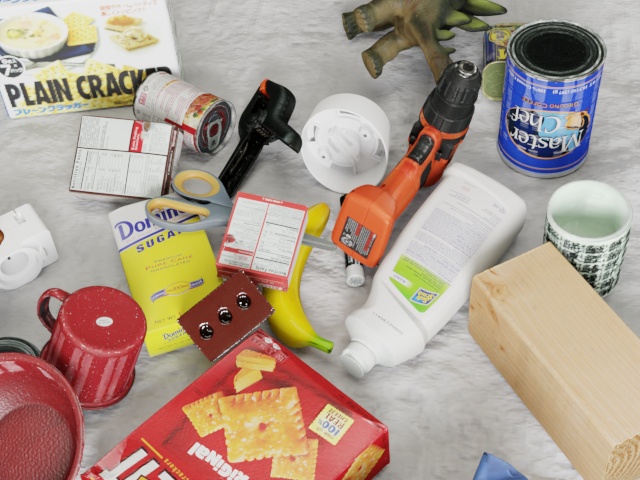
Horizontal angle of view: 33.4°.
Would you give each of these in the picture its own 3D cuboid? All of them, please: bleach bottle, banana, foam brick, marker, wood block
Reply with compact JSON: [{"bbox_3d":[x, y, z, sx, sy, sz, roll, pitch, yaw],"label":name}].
[{"bbox_3d":[0.098,0.034,1.052,0.103,0.068,0.250,32,60,22],"label":"bleach bottle"},{"bbox_3d":[-0.023,0.038,1.077,0.069,0.037,0.198,3,49,-5],"label":"banana"},{"bbox_3d":[-0.087,0.070,0.991,0.078,0.051,0.053,-40,90,-3],"label":"foam brick"},{"bbox_3d":[0.032,-0.004,1.118,0.020,0.020,0.121,-4,49,0],"label":"marker"},{"bbox_3d":[0.227,0.112,0.955,0.090,0.090,0.206,-23,51,-16],"label":"wood block"}]

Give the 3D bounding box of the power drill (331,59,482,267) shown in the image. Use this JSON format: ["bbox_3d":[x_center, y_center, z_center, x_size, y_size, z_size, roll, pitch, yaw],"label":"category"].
[{"bbox_3d":[0.091,-0.075,1.071,0.057,0.185,0.187,34,59,12],"label":"power drill"}]

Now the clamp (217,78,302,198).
[{"bbox_3d":[-0.071,-0.118,1.202,0.120,0.039,0.171,-31,30,18],"label":"clamp"}]

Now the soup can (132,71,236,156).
[{"bbox_3d":[-0.157,-0.147,1.227,0.102,0.068,0.068,27,56,26],"label":"soup can"}]

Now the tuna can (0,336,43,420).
[{"bbox_3d":[-0.301,0.134,1.013,0.086,0.034,0.086,-2,49,2],"label":"tuna can"}]

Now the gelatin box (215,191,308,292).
[{"bbox_3d":[-0.057,0.001,1.050,0.073,0.030,0.089,12,62,6],"label":"gelatin box"}]

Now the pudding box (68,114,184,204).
[{"bbox_3d":[-0.214,-0.087,1.174,0.113,0.039,0.090,6,82,12],"label":"pudding box"}]

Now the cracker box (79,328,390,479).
[{"bbox_3d":[-0.071,0.195,0.916,0.213,0.072,0.164,-38,56,-25],"label":"cracker box"}]

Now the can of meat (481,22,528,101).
[{"bbox_3d":[0.242,-0.213,1.263,0.102,0.057,0.084,2,47,6],"label":"can of meat"}]

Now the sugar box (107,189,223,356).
[{"bbox_3d":[-0.153,0.028,1.087,0.093,0.048,0.176,-17,51,-11],"label":"sugar box"}]

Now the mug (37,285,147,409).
[{"bbox_3d":[-0.217,0.088,0.991,0.117,0.082,0.093,41,44,14],"label":"mug"}]

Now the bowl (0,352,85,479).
[{"bbox_3d":[-0.268,0.182,0.932,0.162,0.055,0.162,-5,71,14],"label":"bowl"}]

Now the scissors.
[{"bbox_3d":[-0.079,-0.033,1.105,0.202,0.016,0.096,5,46,3],"label":"scissors"}]

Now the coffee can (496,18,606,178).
[{"bbox_3d":[0.247,-0.152,1.152,0.103,0.140,0.103,-2,48,2],"label":"coffee can"}]
